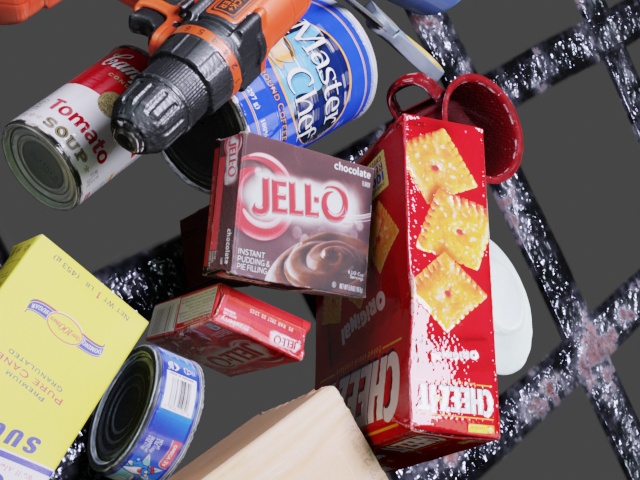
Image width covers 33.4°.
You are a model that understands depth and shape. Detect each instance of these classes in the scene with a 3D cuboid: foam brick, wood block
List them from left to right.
[{"bbox_3d":[-0.060,0.180,0.637,0.205,0.091,0.090,-30,90,-45],"label":"wood block"},{"bbox_3d":[-0.055,0.001,0.740,0.051,0.078,0.053,-1,78,-37],"label":"foam brick"}]

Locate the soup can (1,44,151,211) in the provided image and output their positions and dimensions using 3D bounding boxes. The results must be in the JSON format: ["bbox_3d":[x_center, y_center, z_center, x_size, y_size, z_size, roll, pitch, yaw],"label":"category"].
[{"bbox_3d":[-0.148,-0.074,0.695,0.068,0.069,0.102,54,52,-13],"label":"soup can"}]

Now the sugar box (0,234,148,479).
[{"bbox_3d":[-0.186,0.092,0.630,0.093,0.048,0.176,42,54,-22],"label":"sugar box"}]

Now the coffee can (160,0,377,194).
[{"bbox_3d":[-0.041,-0.107,0.766,0.140,0.103,0.103,-35,99,-39],"label":"coffee can"}]

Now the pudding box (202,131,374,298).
[{"bbox_3d":[-0.019,-0.013,0.688,0.113,0.039,0.090,13,78,-41],"label":"pudding box"}]

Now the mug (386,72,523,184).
[{"bbox_3d":[0.100,-0.090,0.887,0.117,0.082,0.093,44,54,-20],"label":"mug"}]

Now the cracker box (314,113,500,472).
[{"bbox_3d":[0.051,0.043,0.747,0.072,0.164,0.213,9,68,-20],"label":"cracker box"}]

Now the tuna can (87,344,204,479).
[{"bbox_3d":[-0.109,0.108,0.660,0.033,0.086,0.086,28,61,-28],"label":"tuna can"}]

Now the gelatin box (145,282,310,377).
[{"bbox_3d":[-0.062,0.062,0.708,0.073,0.089,0.030,28,62,-30],"label":"gelatin box"}]

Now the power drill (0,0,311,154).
[{"bbox_3d":[-0.123,-0.141,0.674,0.188,0.057,0.184,26,51,16],"label":"power drill"}]

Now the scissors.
[{"bbox_3d":[0.039,-0.180,0.846,0.096,0.016,0.201,52,15,32],"label":"scissors"}]
